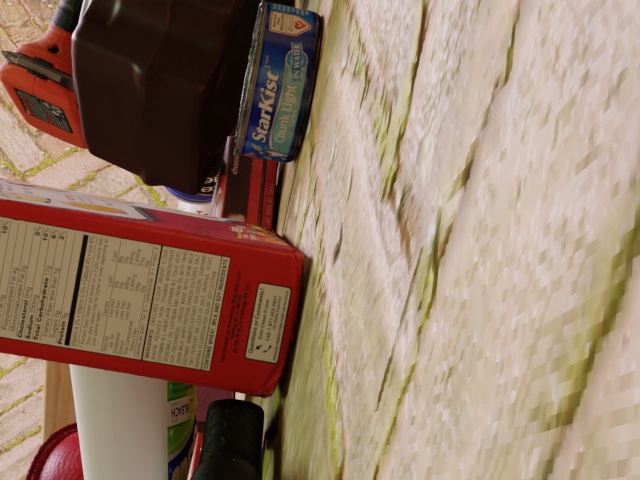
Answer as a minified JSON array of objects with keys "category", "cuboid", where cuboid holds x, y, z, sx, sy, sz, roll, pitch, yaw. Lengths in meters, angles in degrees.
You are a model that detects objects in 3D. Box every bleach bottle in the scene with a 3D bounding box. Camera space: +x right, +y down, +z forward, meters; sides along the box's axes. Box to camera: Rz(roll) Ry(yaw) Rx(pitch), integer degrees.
[{"category":"bleach bottle","cuboid":[-0.103,0.159,0.637,0.102,0.068,0.251,3,-98,-82]}]

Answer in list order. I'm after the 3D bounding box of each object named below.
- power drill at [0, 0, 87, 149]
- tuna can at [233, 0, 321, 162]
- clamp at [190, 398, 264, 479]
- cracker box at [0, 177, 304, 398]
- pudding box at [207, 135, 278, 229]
[{"category":"power drill","cuboid":[-0.143,-0.160,0.723,0.184,0.057,0.187,103,-171,-78]},{"category":"tuna can","cuboid":[-0.024,-0.086,0.587,0.086,0.033,0.086,-171,91,-83]},{"category":"clamp","cuboid":[-0.041,0.123,0.424,0.171,0.039,0.120,-90,15,-85]},{"category":"cracker box","cuboid":[-0.123,0.013,0.504,0.164,0.213,0.072,-147,67,-82]},{"category":"pudding box","cuboid":[-0.054,0.001,0.686,0.114,0.039,0.090,111,166,-60]}]
